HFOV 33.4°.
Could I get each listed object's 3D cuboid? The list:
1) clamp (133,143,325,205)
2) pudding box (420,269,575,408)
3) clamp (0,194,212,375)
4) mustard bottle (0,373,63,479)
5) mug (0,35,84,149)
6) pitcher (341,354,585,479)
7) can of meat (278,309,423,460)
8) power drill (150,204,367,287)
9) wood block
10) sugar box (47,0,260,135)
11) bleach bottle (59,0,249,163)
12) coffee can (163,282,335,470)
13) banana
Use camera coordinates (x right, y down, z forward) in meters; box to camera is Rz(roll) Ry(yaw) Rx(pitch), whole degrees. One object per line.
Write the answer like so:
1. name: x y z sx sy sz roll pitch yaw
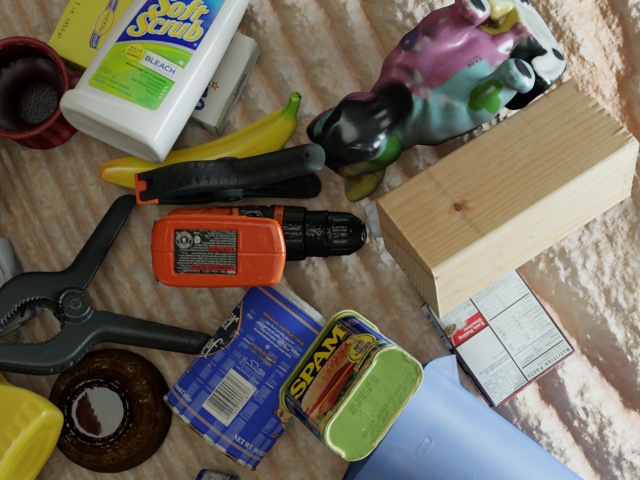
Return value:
1. clamp: -0.074 -0.052 0.944 0.171 0.120 0.039 -5 74 7
2. pudding box: 0.158 0.080 0.956 0.090 0.039 0.113 -34 85 -4
3. clamp: -0.217 0.050 0.938 0.209 0.036 0.164 -16 72 -25
4. mustard bottle: -0.320 0.144 0.940 0.192 0.058 0.096 29 85 27
5. mug: -0.253 -0.132 0.976 0.117 0.081 0.093 -13 83 1
6. pitcher: 0.140 0.227 0.896 0.243 0.144 0.149 34 123 3
7. can of meat: 0.025 0.117 0.857 0.057 0.084 0.102 37 87 -29
8. power drill: -0.056 0.001 0.901 0.184 0.187 0.057 -1 94 5
9. wood block: 0.160 -0.037 0.922 0.206 0.090 0.091 -32 60 -8
10. sugar box: -0.155 -0.177 0.996 0.176 0.048 0.093 24 84 6
11. bleach bottle: -0.126 -0.198 0.946 0.102 0.068 0.250 24 76 5
12. coffee can: -0.053 0.112 0.928 0.103 0.103 0.140 38 86 6
13. banana: -0.101 -0.082 0.974 0.198 0.069 0.037 -21 46 7
